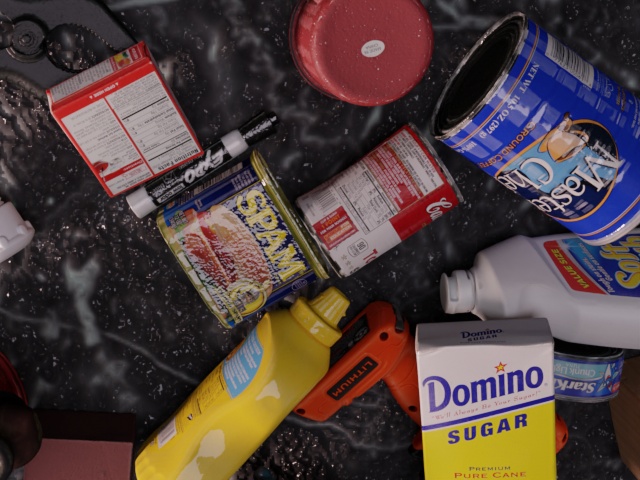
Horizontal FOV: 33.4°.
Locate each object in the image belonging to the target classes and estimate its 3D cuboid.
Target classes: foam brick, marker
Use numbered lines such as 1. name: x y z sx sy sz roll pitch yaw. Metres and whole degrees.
1. foam brick: -0.175 0.158 0.780 0.078 0.053 0.051 5 104 -8
2. marker: -0.081 -0.055 0.753 0.121 0.020 0.020 -32 106 2

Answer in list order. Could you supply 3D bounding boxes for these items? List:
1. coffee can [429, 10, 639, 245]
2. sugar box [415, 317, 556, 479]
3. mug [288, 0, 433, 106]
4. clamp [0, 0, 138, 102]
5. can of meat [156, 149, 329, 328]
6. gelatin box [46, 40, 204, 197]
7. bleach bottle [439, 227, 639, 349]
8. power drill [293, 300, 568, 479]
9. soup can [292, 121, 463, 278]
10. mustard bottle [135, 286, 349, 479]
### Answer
1. coffee can: 0.161 -0.075 0.735 0.140 0.103 0.103 32 98 -14
2. sugar box: 0.117 0.143 0.747 0.093 0.048 0.176 -4 112 7
3. mug: 0.020 -0.143 0.710 0.093 0.081 0.117 -43 105 5
4. clamp: -0.198 -0.145 0.705 0.171 0.039 0.120 1 111 -14
5. can of meat: -0.055 0.001 0.752 0.084 0.057 0.102 -30 106 3
6. gelatin box: -0.130 -0.080 0.718 0.073 0.030 0.089 -27 136 1
7. bleach bottle: 0.214 0.039 0.774 0.250 0.102 0.068 -2 140 -6
8. power drill: 0.066 0.151 0.807 0.187 0.057 0.184 42 100 -17
9. soup can: 0.040 -0.028 0.750 0.102 0.068 0.068 -33 106 3
10. mustard bottle: -0.050 0.107 0.759 0.058 0.096 0.192 41 96 -14
